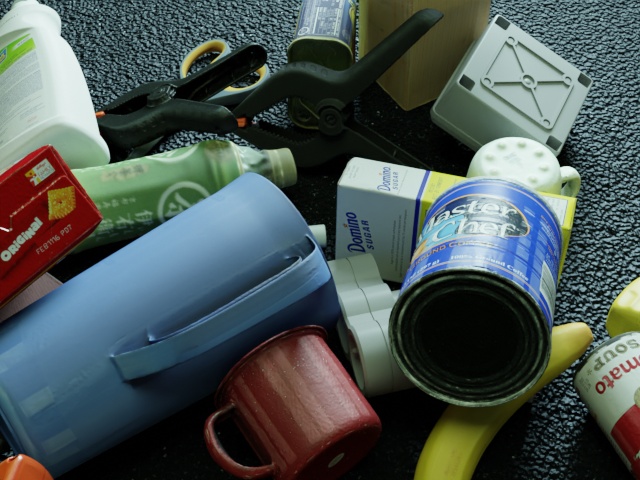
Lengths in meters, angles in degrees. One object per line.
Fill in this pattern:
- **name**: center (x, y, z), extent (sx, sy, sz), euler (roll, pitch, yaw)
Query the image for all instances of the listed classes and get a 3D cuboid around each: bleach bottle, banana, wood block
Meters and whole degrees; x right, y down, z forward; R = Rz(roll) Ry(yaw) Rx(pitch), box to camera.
- **bleach bottle**: center (-0.256, -0.145, 0.974), extent (0.103, 0.068, 0.251), euler (-31, 47, 14)
- **banana**: center (0.114, 0.130, 0.727), extent (0.070, 0.037, 0.197), euler (23, 68, 26)
- **wood block**: center (0.093, -0.233, 0.955), extent (0.090, 0.206, 0.090), euler (-25, 52, -19)

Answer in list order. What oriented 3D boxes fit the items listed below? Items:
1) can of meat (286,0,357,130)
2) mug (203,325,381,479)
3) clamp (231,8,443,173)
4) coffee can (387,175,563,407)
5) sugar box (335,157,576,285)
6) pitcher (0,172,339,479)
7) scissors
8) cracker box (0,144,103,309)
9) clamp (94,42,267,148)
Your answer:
- **can of meat**: center (0.003, -0.165, 0.970), extent (0.057, 0.102, 0.084), euler (5, 46, 4)
- **mug**: center (-0.022, 0.121, 0.718), extent (0.117, 0.093, 0.081), euler (-19, 58, -32)
- **clamp**: center (0.021, -0.099, 0.916), extent (0.210, 0.164, 0.036), euler (-7, 18, 24)
- **coffee can**: center (0.109, 0.030, 0.721), extent (0.103, 0.103, 0.140), euler (10, 29, 11)
- **sugar box**: center (0.101, -0.004, 0.827), extent (0.176, 0.093, 0.048), euler (14, 44, 13)
- **pitcher**: center (-0.112, 0.061, 0.741), extent (0.242, 0.149, 0.145), euler (-30, 59, -22)
- **scissors**: center (-0.112, -0.118, 0.988), extent (0.096, 0.016, 0.201), euler (10, 50, 11)
- **cracker box**: center (-0.268, 0.024, 0.754), extent (0.164, 0.072, 0.214), euler (-45, 18, -32)
- **clamp**: center (-0.129, -0.112, 0.928), extent (0.172, 0.039, 0.120), euler (-19, 28, 18)
